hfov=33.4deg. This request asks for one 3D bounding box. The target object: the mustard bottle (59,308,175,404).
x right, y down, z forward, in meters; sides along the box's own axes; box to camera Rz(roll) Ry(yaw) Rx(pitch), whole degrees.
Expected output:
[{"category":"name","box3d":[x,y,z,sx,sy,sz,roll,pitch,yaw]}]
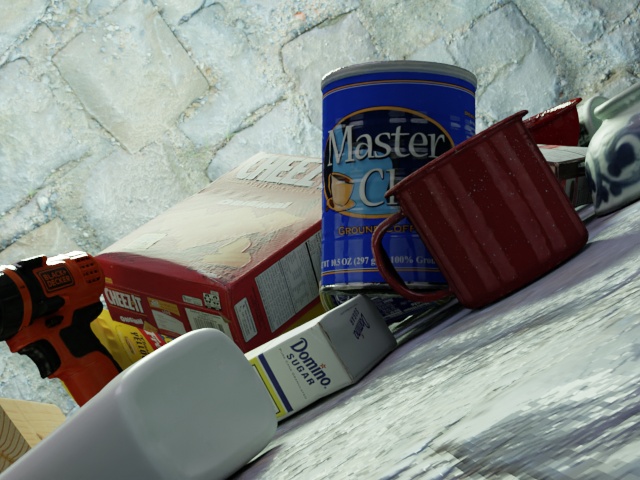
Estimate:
[{"category":"mustard bottle","box3d":[-0.165,0.114,0.979,0.058,0.096,0.191,-34,-21,13]}]

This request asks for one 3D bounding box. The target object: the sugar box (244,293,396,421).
[{"category":"sugar box","box3d":[-0.046,0.094,0.646,0.176,0.048,0.093,-33,-3,20]}]

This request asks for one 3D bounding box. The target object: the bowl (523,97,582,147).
[{"category":"bowl","box3d":[0.171,-0.070,0.962,0.162,0.055,0.162,-26,3,1]}]

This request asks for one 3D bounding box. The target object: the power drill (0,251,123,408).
[{"category":"power drill","box3d":[-0.186,0.100,0.755,0.057,0.187,0.184,-30,-4,27]}]

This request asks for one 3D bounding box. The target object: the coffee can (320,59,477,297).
[{"category":"coffee can","box3d":[0.051,-0.035,0.693,0.103,0.140,0.103,0,-6,0]}]

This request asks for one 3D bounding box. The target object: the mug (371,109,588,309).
[{"category":"mug","box3d":[0.085,-0.009,0.597,0.117,0.081,0.093,-31,-2,3]}]

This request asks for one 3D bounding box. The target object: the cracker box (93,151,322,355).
[{"category":"cracker box","box3d":[-0.056,0.001,0.888,0.164,0.072,0.213,10,36,41]}]

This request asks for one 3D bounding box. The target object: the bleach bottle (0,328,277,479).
[{"category":"bleach bottle","box3d":[-0.142,0.137,0.547,0.251,0.068,0.102,-35,-4,30]}]

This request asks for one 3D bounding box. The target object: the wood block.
[{"category":"wood block","box3d":[-0.303,0.220,1.067,0.090,0.091,0.206,-39,-10,-5]}]
